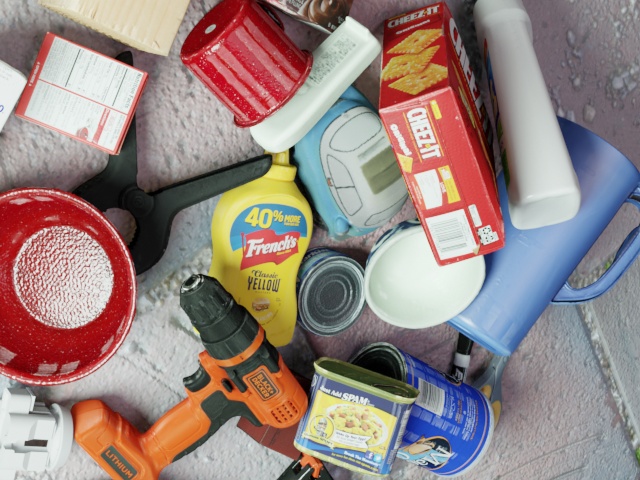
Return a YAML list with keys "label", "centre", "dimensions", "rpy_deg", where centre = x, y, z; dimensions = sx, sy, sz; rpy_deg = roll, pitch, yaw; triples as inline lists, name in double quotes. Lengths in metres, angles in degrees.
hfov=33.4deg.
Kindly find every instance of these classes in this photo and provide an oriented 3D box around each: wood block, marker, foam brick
- label: "wood block"
  centre: [-0.135, -0.262, 0.850]
  dimensions: [0.090, 0.090, 0.206]
  rpy_deg: [22, 91, -34]
- label: "marker"
  centre: [0.153, 0.156, 1.192]
  dimensions: [0.020, 0.020, 0.121]
  rpy_deg: [4, 101, -33]
- label: "foam brick"
  centre: [-0.036, 0.167, 1.058]
  dimensions: [0.053, 0.051, 0.078]
  rpy_deg: [32, 86, -33]

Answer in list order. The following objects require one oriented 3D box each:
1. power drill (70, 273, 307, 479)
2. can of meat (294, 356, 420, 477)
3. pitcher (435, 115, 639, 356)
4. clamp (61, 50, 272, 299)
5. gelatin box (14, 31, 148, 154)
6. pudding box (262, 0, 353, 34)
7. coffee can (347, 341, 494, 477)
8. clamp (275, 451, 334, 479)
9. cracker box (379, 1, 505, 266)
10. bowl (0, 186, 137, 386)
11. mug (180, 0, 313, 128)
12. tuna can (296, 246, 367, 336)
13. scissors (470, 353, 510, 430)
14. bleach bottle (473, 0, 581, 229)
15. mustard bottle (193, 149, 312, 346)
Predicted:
- label: "power drill"
  centre: [-0.125, 0.134, 0.950]
  dimensions: [0.187, 0.057, 0.184]
  rpy_deg: [-31, 121, 4]
- label: "can of meat"
  centre: [0.033, 0.168, 1.011]
  dimensions: [0.057, 0.102, 0.084]
  rpy_deg: [-17, 125, -76]
- label: "pitcher"
  centre: [0.227, 0.002, 1.123]
  dimensions: [0.144, 0.149, 0.243]
  rpy_deg: [35, 87, -37]
- label: "clamp"
  centre: [-0.164, -0.046, 0.920]
  dimensions: [0.164, 0.036, 0.210]
  rpy_deg: [43, 86, -17]
- label: "gelatin box"
  centre: [-0.194, -0.119, 0.873]
  dimensions: [0.089, 0.030, 0.073]
  rpy_deg: [22, 92, -11]
- label: "pudding box"
  centre: [-0.005, -0.239, 0.943]
  dimensions: [0.113, 0.039, 0.090]
  rpy_deg: [11, 100, -64]
- label: "coffee can"
  centre: [0.098, 0.178, 1.113]
  dimensions: [0.140, 0.103, 0.103]
  rpy_deg: [30, 87, -34]
- label: "clamp"
  centre: [-0.018, 0.289, 1.098]
  dimensions: [0.120, 0.039, 0.172]
  rpy_deg: [2, 120, -41]
- label: "cracker box"
  centre: [0.113, -0.104, 0.979]
  dimensions: [0.072, 0.213, 0.164]
  rpy_deg: [-16, 119, 15]
- label: "bowl"
  centre: [-0.221, 0.034, 0.875]
  dimensions: [0.162, 0.055, 0.162]
  rpy_deg: [1, 97, 8]
- label: "mug"
  centre: [-0.063, -0.167, 0.931]
  dimensions: [0.081, 0.093, 0.117]
  rpy_deg: [44, 48, -28]
- label: "tuna can"
  centre: [0.005, 0.051, 1.061]
  dimensions: [0.086, 0.034, 0.086]
  rpy_deg: [-9, 108, -30]
- label: "scissors"
  centre: [0.210, 0.150, 1.226]
  dimensions: [0.201, 0.016, 0.096]
  rpy_deg: [-53, 139, -20]
- label: "bleach bottle"
  centre: [0.194, -0.144, 1.050]
  dimensions: [0.068, 0.102, 0.251]
  rpy_deg: [-12, 71, 6]
- label: "mustard bottle"
  centre: [-0.056, 0.001, 0.994]
  dimensions: [0.096, 0.058, 0.192]
  rpy_deg: [6, 100, -28]
